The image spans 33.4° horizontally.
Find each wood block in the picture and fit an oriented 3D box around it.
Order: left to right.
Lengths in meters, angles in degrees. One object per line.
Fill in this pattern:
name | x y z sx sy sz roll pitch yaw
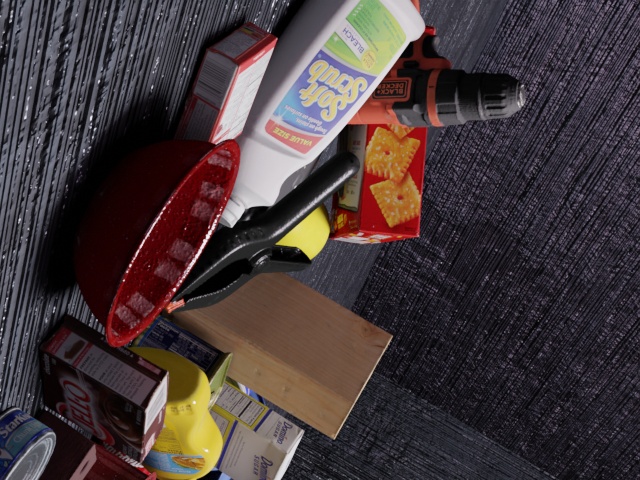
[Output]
wood block | -0.047 0.094 1.055 0.090 0.206 0.090 -56 172 -34

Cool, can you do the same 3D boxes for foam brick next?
foam brick | -0.218 0.183 0.834 0.078 0.051 0.053 -57 173 -28

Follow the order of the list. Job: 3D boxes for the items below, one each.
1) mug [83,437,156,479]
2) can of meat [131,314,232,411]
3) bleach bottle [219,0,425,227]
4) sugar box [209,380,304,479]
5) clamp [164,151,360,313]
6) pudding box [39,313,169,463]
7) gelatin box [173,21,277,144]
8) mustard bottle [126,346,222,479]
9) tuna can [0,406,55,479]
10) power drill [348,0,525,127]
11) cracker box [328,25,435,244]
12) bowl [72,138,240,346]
mug | -0.214 0.239 0.969 0.117 0.081 0.093 -52 169 -52
can of meat | -0.139 0.127 1.036 0.057 0.084 0.102 -55 172 -34
bleach bottle | -0.013 -0.116 0.905 0.102 0.068 0.250 44 73 -40
sugar box | -0.110 0.192 1.133 0.048 0.176 0.093 -52 169 -47
clamp | -0.056 0.001 0.941 0.209 0.036 0.165 -25 154 -42
pudding box | -0.160 0.113 0.795 0.039 0.090 0.114 -57 172 -34
gelatin box | -0.071 -0.107 0.778 0.089 0.030 0.073 -64 174 32
mustard bottle | -0.140 0.174 0.984 0.191 0.096 0.058 84 19 -50
tuna can | -0.227 0.164 0.761 0.086 0.034 0.086 -59 173 -12
power drill | 0.104 -0.196 0.991 0.057 0.185 0.187 37 58 -62
cracker box | 0.064 -0.106 1.126 0.164 0.072 0.214 162 -66 -80
bowl | -0.119 -0.010 0.723 0.162 0.055 0.162 -59 173 -12
